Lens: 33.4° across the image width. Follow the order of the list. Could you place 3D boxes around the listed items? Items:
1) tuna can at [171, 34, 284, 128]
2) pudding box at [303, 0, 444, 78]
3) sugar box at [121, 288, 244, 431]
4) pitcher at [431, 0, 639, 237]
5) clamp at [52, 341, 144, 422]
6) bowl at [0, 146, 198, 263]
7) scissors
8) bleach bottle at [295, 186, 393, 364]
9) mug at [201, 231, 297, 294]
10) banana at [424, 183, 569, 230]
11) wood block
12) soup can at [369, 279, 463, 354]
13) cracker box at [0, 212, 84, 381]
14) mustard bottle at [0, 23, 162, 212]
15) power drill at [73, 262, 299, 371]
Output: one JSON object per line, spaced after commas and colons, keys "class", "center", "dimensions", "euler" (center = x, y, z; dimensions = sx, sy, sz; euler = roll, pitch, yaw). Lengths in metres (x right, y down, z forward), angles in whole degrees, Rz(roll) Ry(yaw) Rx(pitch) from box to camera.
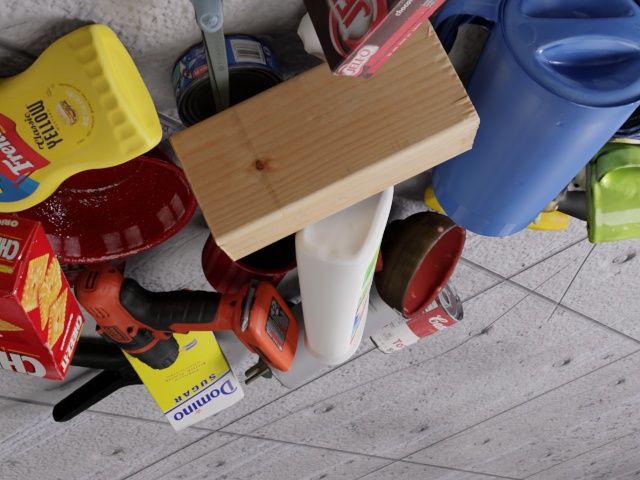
{"class": "tuna can", "center": [-0.071, -0.119, 0.822], "dimensions": [0.086, 0.034, 0.086], "euler": [-12, 153, -7]}
{"class": "pudding box", "center": [0.027, -0.175, 0.684], "dimensions": [0.039, 0.113, 0.090], "euler": [4, 147, -39]}
{"class": "sugar box", "center": [-0.154, 0.137, 1.187], "dimensions": [0.093, 0.048, 0.176], "euler": [-26, 136, -4]}
{"class": "pitcher", "center": [0.165, -0.106, 0.890], "dimensions": [0.144, 0.149, 0.243], "euler": [-22, 159, -22]}
{"class": "clamp", "center": [-0.225, 0.136, 1.214], "dimensions": [0.210, 0.036, 0.164], "euler": [-17, 147, -5]}
{"class": "bowl", "center": [-0.184, -0.044, 0.879], "dimensions": [0.162, 0.055, 0.162], "euler": [-12, 152, -7]}
{"class": "scissors", "center": [-0.093, -0.159, 0.720], "dimensions": [0.096, 0.016, 0.202], "euler": [1, 138, -16]}
{"class": "bleach bottle", "center": [0.018, 0.038, 0.953], "dimensions": [0.068, 0.102, 0.251], "euler": [15, 152, 8]}
{"class": "mug", "center": [-0.057, 0.001, 1.009], "dimensions": [0.117, 0.093, 0.082], "euler": [-35, 169, -32]}
{"class": "banana", "center": [0.168, -0.034, 1.077], "dimensions": [0.197, 0.070, 0.037], "euler": [6, 113, -40]}
{"class": "wood block", "center": [0.004, -0.074, 0.800], "dimensions": [0.206, 0.091, 0.090], "euler": [-25, 170, 0]}
{"class": "soup can", "center": [0.108, 0.085, 1.261], "dimensions": [0.102, 0.068, 0.068], "euler": [-28, 150, 23]}
{"class": "cracker box", "center": [-0.298, 0.041, 0.884], "dimensions": [0.164, 0.072, 0.214], "euler": [13, 154, 3]}
{"class": "mustard bottle", "center": [-0.217, -0.074, 0.769], "dimensions": [0.192, 0.096, 0.058], "euler": [-23, -168, 16]}
{"class": "power drill", "center": [-0.119, 0.083, 1.011], "dimensions": [0.188, 0.057, 0.184], "euler": [2, 154, 18]}
